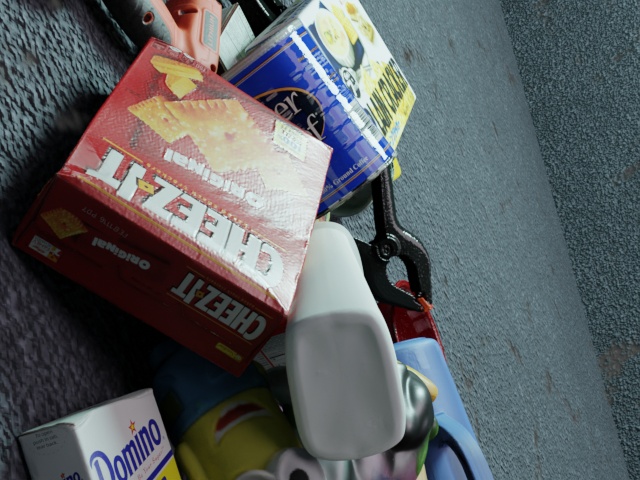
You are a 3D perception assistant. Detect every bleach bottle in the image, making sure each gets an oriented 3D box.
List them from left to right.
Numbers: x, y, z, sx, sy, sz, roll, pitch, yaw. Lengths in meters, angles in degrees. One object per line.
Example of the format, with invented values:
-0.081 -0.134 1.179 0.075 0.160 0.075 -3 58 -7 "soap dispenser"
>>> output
0.009 0.052 0.755 0.251 0.068 0.102 -98 178 -74 "bleach bottle"

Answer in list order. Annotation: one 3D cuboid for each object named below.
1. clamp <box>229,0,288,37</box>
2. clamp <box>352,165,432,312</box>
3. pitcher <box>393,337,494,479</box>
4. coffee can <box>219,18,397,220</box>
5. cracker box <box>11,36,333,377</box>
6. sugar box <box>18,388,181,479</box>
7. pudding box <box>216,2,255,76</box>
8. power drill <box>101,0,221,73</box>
-0.039 -0.218 1.131 0.209 0.036 0.164 30 31 -57 "clamp"
0.051 0.009 1.090 0.171 0.120 0.039 62 -10 -8 "clamp"
0.101 0.217 1.004 0.144 0.149 0.243 14 57 -68 "pitcher"
-0.017 -0.099 0.896 0.140 0.103 0.102 52 23 -8 "coffee can"
-0.086 -0.034 0.720 0.164 0.072 0.213 32 32 -11 "cracker box"
-0.108 0.181 0.617 0.093 0.048 0.176 -12 86 -70 "sugar box"
-0.082 -0.158 0.991 0.090 0.039 0.113 61 21 -25 "pudding box"
-0.150 -0.218 0.839 0.187 0.057 0.184 47 35 -45 "power drill"
